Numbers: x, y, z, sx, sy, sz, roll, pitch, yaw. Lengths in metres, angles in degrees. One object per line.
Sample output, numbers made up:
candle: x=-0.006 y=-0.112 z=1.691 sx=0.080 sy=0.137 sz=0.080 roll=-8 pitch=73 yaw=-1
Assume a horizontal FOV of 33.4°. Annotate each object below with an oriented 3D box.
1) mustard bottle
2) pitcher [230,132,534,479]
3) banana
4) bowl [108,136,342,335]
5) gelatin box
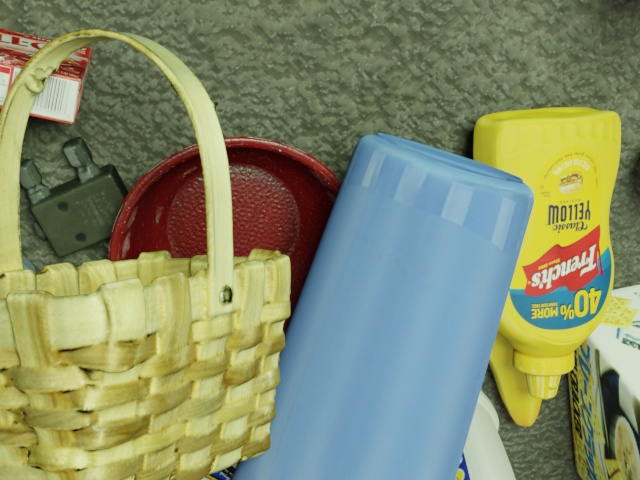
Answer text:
mustard bottle: x=0.147 y=0.011 z=0.701 sx=0.096 sy=0.058 sz=0.192 roll=-7 pitch=104 yaw=-24
pitcher: x=0.043 y=0.065 z=0.643 sx=0.144 sy=0.149 sz=0.243 roll=14 pitch=100 yaw=-22
banana: x=0.105 y=0.057 z=0.752 sx=0.197 sy=0.037 sz=0.070 roll=39 pitch=110 yaw=-22
bowl: x=-0.055 y=0.001 z=0.692 sx=0.162 sy=0.055 sz=0.162 roll=-3 pitch=115 yaw=-7
gelatin box: x=-0.181 y=-0.100 z=0.618 sx=0.089 sy=0.073 sz=0.030 roll=11 pitch=112 yaw=-12
